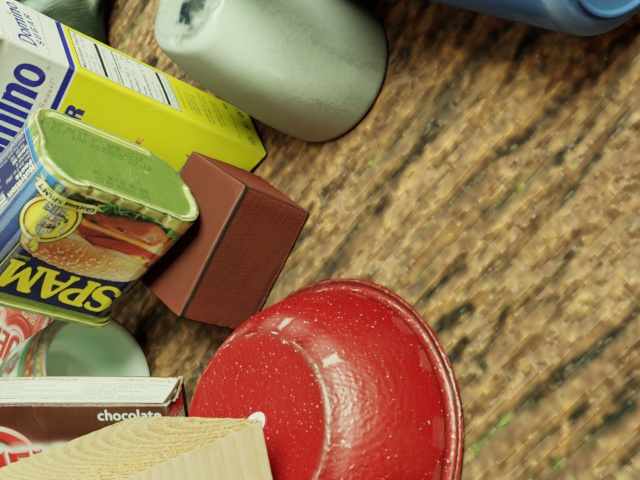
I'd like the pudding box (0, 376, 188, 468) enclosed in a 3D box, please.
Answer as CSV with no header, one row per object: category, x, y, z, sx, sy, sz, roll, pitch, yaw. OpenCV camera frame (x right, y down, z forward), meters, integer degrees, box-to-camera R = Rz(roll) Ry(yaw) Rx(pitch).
pudding box,-0.122,0.117,0.554,0.113,0.039,0.090,-3,110,7

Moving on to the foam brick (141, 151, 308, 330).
foam brick,-0.054,0.001,0.572,0.053,0.051,0.078,37,103,43

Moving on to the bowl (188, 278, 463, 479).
bowl,-0.013,0.093,0.508,0.162,0.055,0.162,-14,69,39

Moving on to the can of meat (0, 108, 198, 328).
can of meat,-0.124,-0.010,0.534,0.084,0.101,0.057,-45,50,22

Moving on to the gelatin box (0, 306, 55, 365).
gelatin box,-0.203,0.055,0.705,0.089,0.030,0.073,34,102,42

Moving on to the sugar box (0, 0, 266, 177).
sugar box,-0.123,-0.055,0.564,0.093,0.175,0.048,-45,53,24
